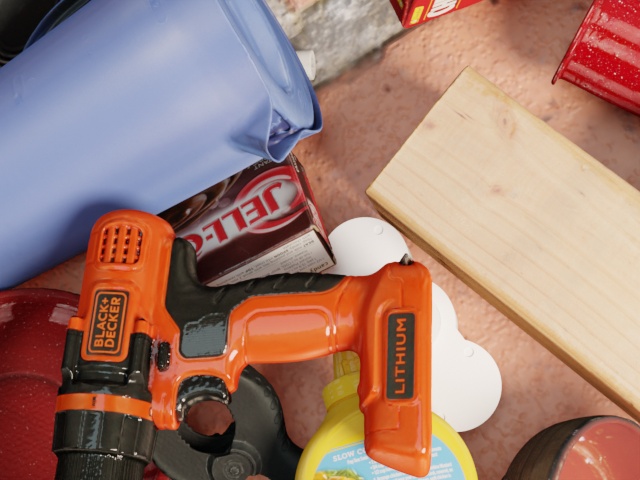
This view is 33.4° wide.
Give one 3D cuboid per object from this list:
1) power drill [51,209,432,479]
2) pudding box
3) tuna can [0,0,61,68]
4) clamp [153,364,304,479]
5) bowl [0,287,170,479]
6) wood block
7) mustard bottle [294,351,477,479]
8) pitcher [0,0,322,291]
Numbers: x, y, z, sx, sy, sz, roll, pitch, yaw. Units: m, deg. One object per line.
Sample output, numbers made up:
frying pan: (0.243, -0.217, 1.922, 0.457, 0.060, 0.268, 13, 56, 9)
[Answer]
power drill: (-0.038, 0.075, 0.529, 0.187, 0.057, 0.184, 2, 71, 5)
pudding box: (-0.054, 0.001, 0.626, 0.113, 0.039, 0.090, -29, 38, 7)
tuna can: (-0.194, -0.152, 0.672, 0.034, 0.086, 0.086, 30, 87, 14)
clamp: (-0.053, 0.132, 0.606, 0.120, 0.039, 0.171, -41, 101, 0)
bowl: (-0.166, 0.111, 0.620, 0.161, 0.055, 0.162, 13, 61, -24)
wood block: (0.135, 0.010, 0.589, 0.206, 0.090, 0.090, 39, 90, 13)
mustard bottle: (0.038, 0.143, 0.555, 0.096, 0.058, 0.191, -13, 63, -4)
pitcher: (-0.133, -0.073, 0.625, 0.243, 0.149, 0.145, -29, 104, 13)
